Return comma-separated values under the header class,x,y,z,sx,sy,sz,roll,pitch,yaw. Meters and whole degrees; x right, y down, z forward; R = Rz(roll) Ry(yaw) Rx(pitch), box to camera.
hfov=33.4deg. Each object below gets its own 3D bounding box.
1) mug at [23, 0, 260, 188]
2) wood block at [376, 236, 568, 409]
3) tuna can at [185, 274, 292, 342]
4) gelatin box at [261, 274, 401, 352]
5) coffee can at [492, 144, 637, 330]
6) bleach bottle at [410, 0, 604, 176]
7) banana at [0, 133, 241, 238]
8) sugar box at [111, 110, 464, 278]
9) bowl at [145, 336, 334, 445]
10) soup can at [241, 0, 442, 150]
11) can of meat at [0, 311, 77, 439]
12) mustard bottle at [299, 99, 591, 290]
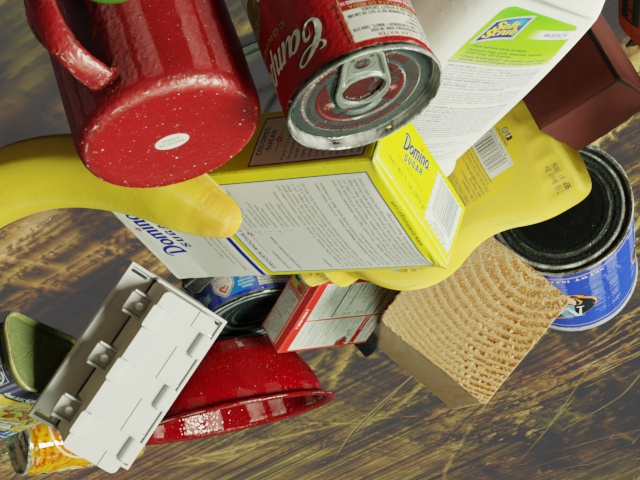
class,x,y,z,sx,sy,sz,roll,pitch,yaw
mug,-0.081,-0.080,0.461,0.093,0.081,0.117,-29,154,19
wood block,0.102,0.061,0.786,0.091,0.090,0.206,-50,172,-6
tuna can,-0.053,0.043,0.786,0.086,0.034,0.086,-17,155,-8
gelatin box,0.012,0.043,0.766,0.089,0.030,0.073,-3,137,-39
coffee can,0.182,0.000,0.795,0.103,0.103,0.140,-24,155,7
bleach bottle,0.080,-0.102,0.503,0.102,0.068,0.251,-7,162,-30
banana,-0.130,-0.020,0.539,0.198,0.069,0.037,-11,-176,25
sugar box,-0.024,-0.023,0.555,0.177,0.048,0.093,0,145,33
bowl,-0.073,0.111,0.810,0.162,0.055,0.162,-12,165,-3
soup can,0.003,-0.100,0.459,0.068,0.102,0.068,-17,155,-8
can of meat,-0.222,0.100,0.749,0.084,0.057,0.102,-24,154,12
mustard bottle,0.063,-0.024,0.664,0.192,0.096,0.058,-32,164,24
